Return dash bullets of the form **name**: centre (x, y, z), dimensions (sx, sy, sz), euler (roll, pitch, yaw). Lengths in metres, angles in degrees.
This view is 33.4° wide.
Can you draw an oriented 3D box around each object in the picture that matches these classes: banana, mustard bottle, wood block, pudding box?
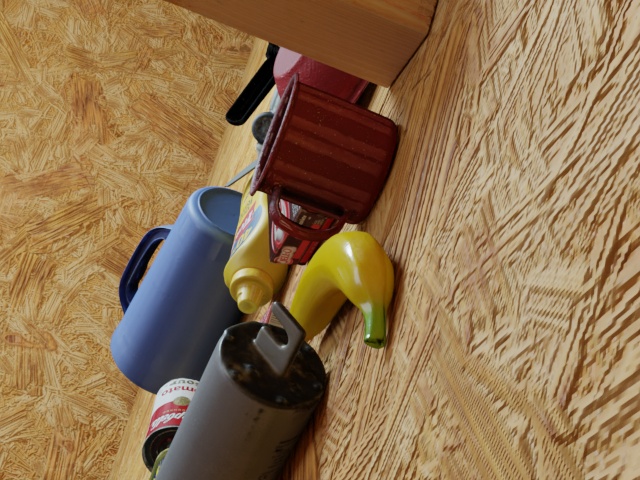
- **banana**: centre (0.010, 0.030, 0.668), dimensions (0.198, 0.037, 0.069), euler (157, 133, -78)
- **mustard bottle**: centre (-0.057, 0.001, 1.054), dimensions (0.096, 0.058, 0.191), euler (-54, 17, 37)
- **wood block**: centre (-0.018, -0.207, 0.807), dimensions (0.091, 0.206, 0.090), euler (129, 160, -66)
- **pudding box**: centre (-0.018, -0.047, 0.918), dimensions (0.090, 0.039, 0.113), euler (124, 150, -54)

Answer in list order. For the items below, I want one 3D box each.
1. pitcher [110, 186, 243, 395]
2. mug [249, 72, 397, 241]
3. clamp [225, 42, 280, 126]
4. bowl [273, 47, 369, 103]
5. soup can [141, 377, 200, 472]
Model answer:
- **pitcher**: centre (-0.152, 0.052, 1.248), dimensions (0.145, 0.149, 0.243), euler (-84, 20, -56)
- **mug**: centre (0.001, -0.051, 0.753), dimensions (0.093, 0.081, 0.117), euler (124, 163, -57)
- **clamp**: centre (-0.048, -0.243, 1.322), dimensions (0.209, 0.036, 0.165), euler (-39, -33, -55)
- **bowl**: centre (0.004, -0.174, 0.969), dimensions (0.162, 0.055, 0.162), euler (-49, 24, 30)
- **soup can**: centre (-0.149, 0.199, 1.133), dimensions (0.102, 0.068, 0.068), euler (-91, 23, -67)
